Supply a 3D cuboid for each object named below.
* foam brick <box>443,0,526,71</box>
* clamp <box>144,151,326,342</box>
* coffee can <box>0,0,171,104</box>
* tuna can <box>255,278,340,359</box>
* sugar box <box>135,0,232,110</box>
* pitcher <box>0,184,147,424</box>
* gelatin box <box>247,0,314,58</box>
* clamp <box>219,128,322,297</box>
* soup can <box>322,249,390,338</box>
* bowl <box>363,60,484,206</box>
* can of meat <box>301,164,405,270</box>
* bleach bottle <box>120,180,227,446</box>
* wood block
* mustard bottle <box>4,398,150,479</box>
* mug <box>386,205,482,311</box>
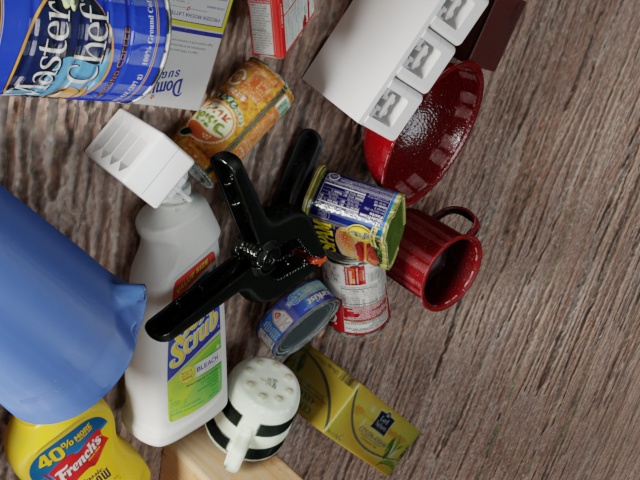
[{"bbox_3d":[0.156,-0.215,1.057,0.052,0.051,0.078,6,112,-49],"label":"foam brick"},{"bbox_3d":[-0.056,0.001,0.923,0.209,0.036,0.165,-6,121,-56],"label":"clamp"},{"bbox_3d":[-0.185,-0.145,0.709,0.140,0.103,0.103,-3,119,-45],"label":"coffee can"},{"bbox_3d":[-0.023,0.078,1.069,0.086,0.034,0.086,-38,163,-14],"label":"tuna can"},{"bbox_3d":[-0.111,-0.189,0.802,0.093,0.048,0.176,1,118,-47],"label":"sugar box"},{"bbox_3d":[-0.254,0.027,0.755,0.149,0.145,0.242,-58,139,-17],"label":"pitcher"},{"bbox_3d":[-0.032,-0.200,0.860,0.089,0.030,0.073,-64,158,-48],"label":"gelatin box"},{"bbox_3d":[-0.038,-0.022,1.003,0.120,0.039,0.171,-35,145,-25],"label":"clamp"},{"bbox_3d":[0.037,0.041,1.102,0.068,0.069,0.102,-31,135,-28],"label":"soup can"},{"bbox_3d":[0.091,-0.113,1.043,0.161,0.055,0.162,-41,151,-29],"label":"bowl"},{"bbox_3d":[0.034,-0.020,1.013,0.102,0.084,0.057,78,33,-66],"label":"can of meat"},{"bbox_3d":[-0.132,0.056,0.942,0.102,0.068,0.251,-28,132,-38],"label":"bleach bottle"},{"bbox_3d":[-0.065,0.274,1.051,0.090,0.206,0.091,-15,127,-39],"label":"wood block"},{"bbox_3d":[-0.223,0.180,0.939,0.096,0.058,0.191,-35,137,-16],"label":"mustard bottle"},{"bbox_3d":[0.122,0.009,1.156,0.117,0.082,0.093,-49,141,-8],"label":"mug"}]
